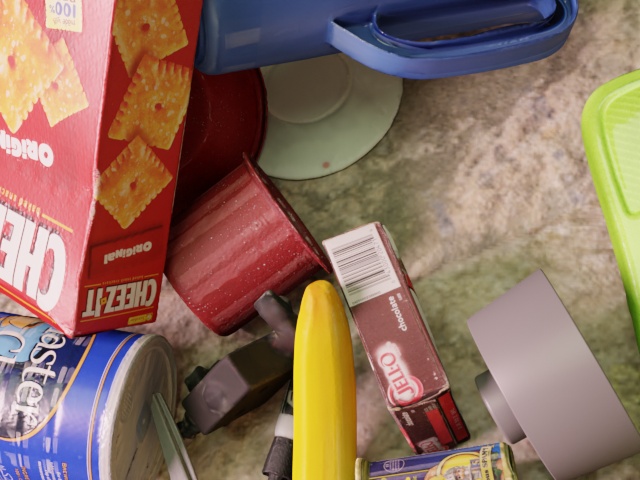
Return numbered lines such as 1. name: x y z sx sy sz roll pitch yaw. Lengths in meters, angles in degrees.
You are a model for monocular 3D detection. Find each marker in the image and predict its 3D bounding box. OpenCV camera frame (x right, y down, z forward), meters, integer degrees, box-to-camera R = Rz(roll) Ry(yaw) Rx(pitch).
1. marker: -0.012 0.090 0.648 0.020 0.020 0.121 7 67 21

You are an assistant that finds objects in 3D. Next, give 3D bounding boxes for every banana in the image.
1. banana: 0.003 0.122 0.586 0.037 0.069 0.198 1 85 -2

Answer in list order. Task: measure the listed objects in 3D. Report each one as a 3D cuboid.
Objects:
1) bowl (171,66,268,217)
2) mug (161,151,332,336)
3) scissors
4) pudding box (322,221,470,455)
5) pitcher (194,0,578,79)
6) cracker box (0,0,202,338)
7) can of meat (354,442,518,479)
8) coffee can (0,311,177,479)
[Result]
1. bowl: -0.115 -0.085 0.701 0.162 0.055 0.162 0 96 -2
2. mug: -0.054 0.001 0.675 0.081 0.093 0.117 -36 28 3
3. scissors: -0.073 0.193 0.594 0.096 0.016 0.202 -39 73 6
4. pudding box: 0.044 0.058 0.606 0.039 0.090 0.113 -21 59 3
5. pitcher: 0.031 -0.171 0.654 0.242 0.145 0.149 -16 18 -16
6. cracker box: -0.157 -0.073 0.623 0.164 0.071 0.214 25 112 36
7. can of meat: 0.068 0.162 0.566 0.084 0.057 0.102 -11 62 9
8. coffee can: -0.169 0.097 0.636 0.140 0.103 0.102 8 67 12
